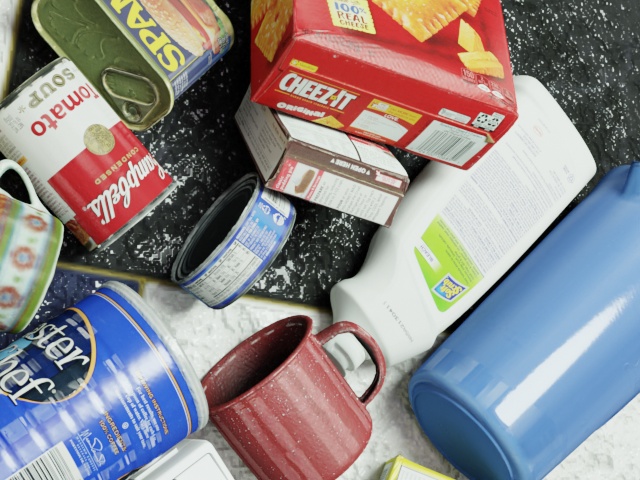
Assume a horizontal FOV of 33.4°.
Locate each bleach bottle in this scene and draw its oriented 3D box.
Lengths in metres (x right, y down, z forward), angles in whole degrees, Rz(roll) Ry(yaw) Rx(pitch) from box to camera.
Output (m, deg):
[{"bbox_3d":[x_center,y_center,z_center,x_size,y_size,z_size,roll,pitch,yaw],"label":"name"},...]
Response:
[{"bbox_3d":[0.085,-0.004,0.752,0.250,0.068,0.102,-43,101,-23],"label":"bleach bottle"}]

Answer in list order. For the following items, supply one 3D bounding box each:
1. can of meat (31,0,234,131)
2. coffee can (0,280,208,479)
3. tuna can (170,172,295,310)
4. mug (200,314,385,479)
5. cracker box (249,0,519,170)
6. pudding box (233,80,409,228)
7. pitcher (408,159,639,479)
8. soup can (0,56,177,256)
[{"bbox_3d":[-0.113,-0.133,0.666,0.102,0.058,0.083,49,45,-12],"label":"can of meat"},{"bbox_3d":[-0.148,0.102,0.596,0.140,0.103,0.103,-34,97,-26],"label":"coffee can"},{"bbox_3d":[-0.054,0.001,0.668,0.033,0.086,0.086,39,67,-18],"label":"tuna can"},{"bbox_3d":[-0.011,0.099,0.668,0.117,0.093,0.081,-37,104,-4],"label":"mug"},{"bbox_3d":[0.039,-0.168,0.710,0.164,0.072,0.213,15,53,-24],"label":"cracker box"},{"bbox_3d":[-0.001,-0.059,0.693,0.090,0.113,0.039,16,111,-23],"label":"pudding box"},{"bbox_3d":[0.183,0.072,0.760,0.242,0.145,0.149,-39,87,-22],"label":"pitcher"},{"bbox_3d":[-0.144,-0.051,0.642,0.068,0.069,0.102,-44,101,-25],"label":"soup can"}]
